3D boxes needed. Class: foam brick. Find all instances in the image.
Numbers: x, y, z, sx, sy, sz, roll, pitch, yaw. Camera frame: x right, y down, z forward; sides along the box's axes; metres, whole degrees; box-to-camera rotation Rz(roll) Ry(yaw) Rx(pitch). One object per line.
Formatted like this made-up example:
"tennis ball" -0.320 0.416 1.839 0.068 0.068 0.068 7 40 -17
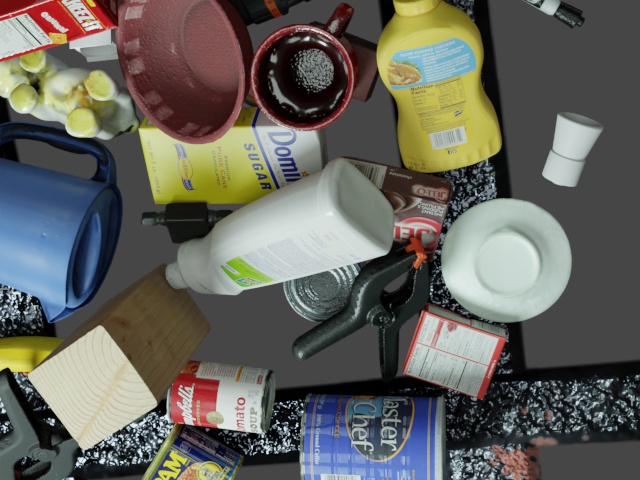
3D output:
"foam brick" 0.019 -0.171 1.020 0.078 0.053 0.051 21 107 2

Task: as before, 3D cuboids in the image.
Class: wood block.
"wood block" -0.188 0.106 1.044 0.091 0.206 0.090 -33 98 14

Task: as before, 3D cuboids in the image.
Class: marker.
"marker" 0.192 -0.232 0.995 0.121 0.020 0.020 29 107 0

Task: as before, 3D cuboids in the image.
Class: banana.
"banana" -0.308 0.125 1.128 0.198 0.069 0.037 -4 104 28

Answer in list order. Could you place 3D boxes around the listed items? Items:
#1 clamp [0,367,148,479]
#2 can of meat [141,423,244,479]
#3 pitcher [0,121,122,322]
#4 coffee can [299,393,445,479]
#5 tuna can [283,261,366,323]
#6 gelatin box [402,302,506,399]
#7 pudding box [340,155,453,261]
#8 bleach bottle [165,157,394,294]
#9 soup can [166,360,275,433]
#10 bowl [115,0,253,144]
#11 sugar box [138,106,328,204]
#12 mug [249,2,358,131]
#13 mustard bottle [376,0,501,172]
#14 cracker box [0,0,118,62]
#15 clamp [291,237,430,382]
"clamp" -0.304 0.210 1.144 0.164 0.036 0.210 24 126 -31
"can of meat" -0.143 0.255 1.155 0.084 0.057 0.102 31 107 -3
"pitcher" -0.328 -0.035 1.077 0.243 0.149 0.145 17 130 7
"coffee can" 0.056 0.209 1.088 0.140 0.102 0.103 0 105 9
"tuna can" 0.005 0.040 1.087 0.086 0.033 0.086 2 105 8
"gelatin box" 0.136 0.113 1.089 0.089 0.030 0.073 18 108 3
"pudding box" 0.065 -0.030 1.036 0.113 0.039 0.090 15 142 6
"bleach bottle" -0.057 0.001 1.028 0.251 0.068 0.102 -17 139 34
"soup can" -0.103 0.163 1.118 0.102 0.068 0.068 6 105 6
"bowl" -0.114 -0.173 0.981 0.162 0.055 0.162 20 124 33
"sugar box" -0.082 -0.083 1.049 0.176 0.048 0.093 1 127 11
"mug" -0.004 -0.160 0.955 0.093 0.081 0.117 29 107 1
"mustard bottle" 0.103 -0.157 0.976 0.096 0.058 0.191 -11 124 11
"cracker box" -0.303 -0.255 0.998 0.214 0.072 0.164 -14 66 13
"clamp" 0.063 0.074 1.061 0.120 0.039 0.172 22 120 -35
